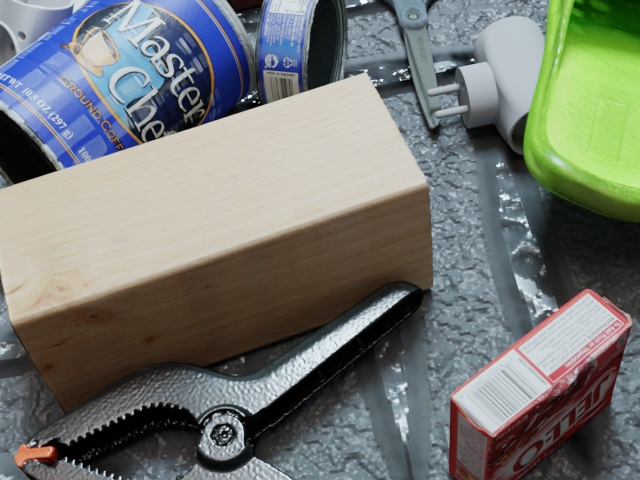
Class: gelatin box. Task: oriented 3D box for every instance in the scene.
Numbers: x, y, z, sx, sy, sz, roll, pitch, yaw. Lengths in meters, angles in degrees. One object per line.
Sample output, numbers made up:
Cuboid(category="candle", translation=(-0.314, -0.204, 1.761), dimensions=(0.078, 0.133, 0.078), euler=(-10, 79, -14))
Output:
Cuboid(category="gelatin box", translation=(0.100, 0.073, 0.490), dimensions=(0.089, 0.073, 0.030), euler=(-34, 57, -19))

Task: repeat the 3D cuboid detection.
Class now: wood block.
Cuboid(category="wood block", translation=(-0.053, 0.001, 0.556), dimensions=(0.206, 0.090, 0.091), euler=(-19, 52, -7))

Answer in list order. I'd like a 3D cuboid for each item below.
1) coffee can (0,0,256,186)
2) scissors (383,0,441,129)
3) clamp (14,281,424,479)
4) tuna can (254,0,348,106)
Cuboid(category="coffee can", translation=(-0.120, -0.085, 0.623), dimensions=(0.103, 0.103, 0.140), euler=(32, 63, 28))
Cuboid(category="scissors", translation=(0.077, -0.154, 0.706), dimensions=(0.096, 0.016, 0.202), euler=(-19, 53, -8))
Cuboid(category="clamp", translation=(-0.037, 0.107, 0.505), dimensions=(0.210, 0.036, 0.164), euler=(-11, 55, -1))
Cuboid(category="tuna can", translation=(-0.011, -0.115, 0.643), dimensions=(0.034, 0.086, 0.086), euler=(8, 54, 15))
